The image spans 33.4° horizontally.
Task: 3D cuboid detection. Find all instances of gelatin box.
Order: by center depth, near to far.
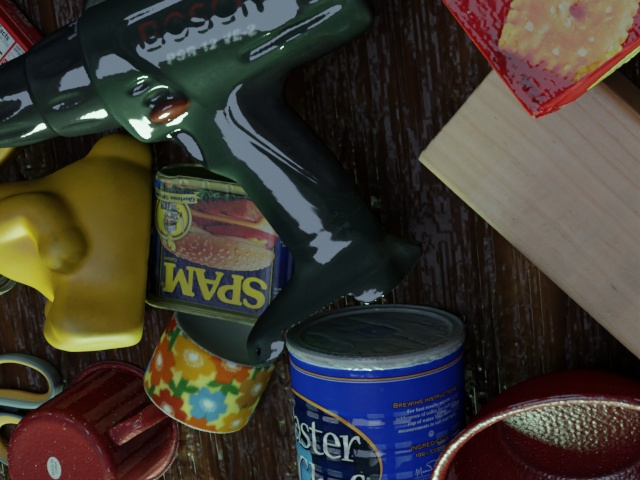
[{"bbox_3d":[-0.215,-0.106,0.704,0.089,0.030,0.073,-43,85,24],"label":"gelatin box"}]

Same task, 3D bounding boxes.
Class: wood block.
[{"bbox_3d":[0.164,-0.013,0.551,0.206,0.090,0.090,43,113,7],"label":"wood block"}]

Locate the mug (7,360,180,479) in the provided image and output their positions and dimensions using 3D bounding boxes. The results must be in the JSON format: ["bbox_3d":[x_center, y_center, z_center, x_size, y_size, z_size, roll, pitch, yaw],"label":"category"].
[{"bbox_3d":[-0.143,0.132,0.707,0.117,0.081,0.093,-27,93,24],"label":"mug"}]

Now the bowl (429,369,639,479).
[{"bbox_3d":[0.140,0.120,0.572,0.162,0.055,0.162,5,129,6],"label":"bowl"}]

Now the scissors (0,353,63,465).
[{"bbox_3d":[-0.273,0.127,0.791,0.202,0.016,0.096,-8,100,22],"label":"scissors"}]

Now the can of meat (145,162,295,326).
[{"bbox_3d":[-0.054,0.001,0.656,0.102,0.057,0.084,9,104,19],"label":"can of meat"}]

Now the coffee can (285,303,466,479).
[{"bbox_3d":[0.036,0.118,0.624,0.103,0.102,0.140,1,103,20],"label":"coffee can"}]
